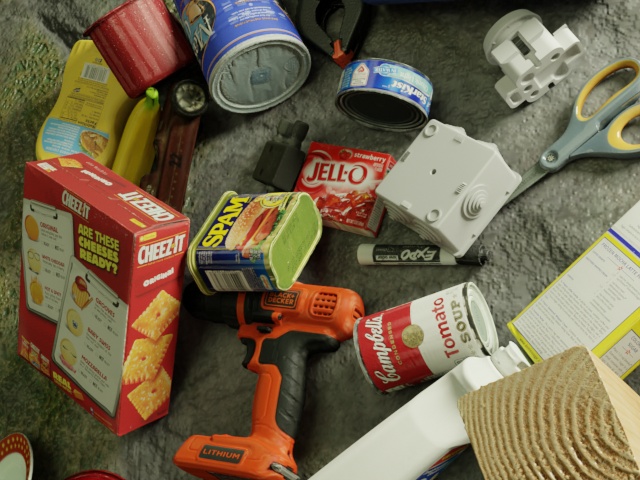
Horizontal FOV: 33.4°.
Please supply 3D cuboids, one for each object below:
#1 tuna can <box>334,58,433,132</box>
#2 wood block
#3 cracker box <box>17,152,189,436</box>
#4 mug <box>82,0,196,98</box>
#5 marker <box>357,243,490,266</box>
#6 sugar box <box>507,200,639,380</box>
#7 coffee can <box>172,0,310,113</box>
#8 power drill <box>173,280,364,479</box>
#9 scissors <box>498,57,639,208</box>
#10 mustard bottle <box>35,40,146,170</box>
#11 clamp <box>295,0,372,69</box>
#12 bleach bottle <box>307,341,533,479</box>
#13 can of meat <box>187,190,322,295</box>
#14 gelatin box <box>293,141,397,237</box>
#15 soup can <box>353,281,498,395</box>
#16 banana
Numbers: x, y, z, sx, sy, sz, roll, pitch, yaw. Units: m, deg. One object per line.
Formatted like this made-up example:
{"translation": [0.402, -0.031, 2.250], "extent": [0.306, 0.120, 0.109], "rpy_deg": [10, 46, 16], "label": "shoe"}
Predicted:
{"translation": [0.058, -0.130, 0.961], "extent": [0.086, 0.086, 0.033], "rpy_deg": [5, 73, 30], "label": "tuna can"}
{"translation": [0.179, 0.148, 0.720], "extent": [0.091, 0.205, 0.090], "rpy_deg": [-27, 61, 18], "label": "wood block"}
{"translation": [-0.205, 0.047, 0.992], "extent": [0.164, 0.071, 0.214], "rpy_deg": [30, 122, 33], "label": "cracker box"}
{"translation": [-0.174, -0.201, 1.089], "extent": [0.093, 0.117, 0.081], "rpy_deg": [-26, 100, 31], "label": "mug"}
{"translation": [0.090, 0.012, 0.931], "extent": [0.121, 0.020, 0.020], "rpy_deg": [0, 72, 29], "label": "marker"}
{"translation": [0.234, 0.039, 0.811], "extent": [0.176, 0.048, 0.093], "rpy_deg": [-42, 34, 7], "label": "sugar box"}
{"translation": [-0.081, -0.212, 1.056], "extent": [0.103, 0.102, 0.140], "rpy_deg": [-32, 60, 15], "label": "coffee can"}
{"translation": [-0.065, 0.119, 0.943], "extent": [0.185, 0.057, 0.187], "rpy_deg": [3, 66, 30], "label": "power drill"}
{"translation": [0.213, -0.063, 0.892], "extent": [0.096, 0.016, 0.202], "rpy_deg": [40, 94, 33], "label": "scissors"}
{"translation": [-0.251, -0.114, 1.141], "extent": [0.096, 0.058, 0.191], "rpy_deg": [17, 81, 18], "label": "mustard bottle"}
{"translation": [0.016, -0.255, 1.057], "extent": [0.120, 0.039, 0.171], "rpy_deg": [-30, 67, 22], "label": "clamp"}
{"translation": [0.062, 0.170, 0.835], "extent": [0.251, 0.102, 0.068], "rpy_deg": [-44, 66, 12], "label": "bleach bottle"}
{"translation": [-0.056, 0.001, 0.949], "extent": [0.084, 0.057, 0.102], "rpy_deg": [-1, 41, 30], "label": "can of meat"}
{"translation": [0.020, -0.048, 0.984], "extent": [0.089, 0.030, 0.073], "rpy_deg": [14, 79, 32], "label": "gelatin box"}
{"translation": [0.087, 0.081, 0.879], "extent": [0.102, 0.068, 0.068], "rpy_deg": [-21, 64, 20], "label": "soup can"}
{"translation": [-0.200, -0.065, 1.090], "extent": [0.037, 0.069, 0.198], "rpy_deg": [20, 100, 8], "label": "banana"}
